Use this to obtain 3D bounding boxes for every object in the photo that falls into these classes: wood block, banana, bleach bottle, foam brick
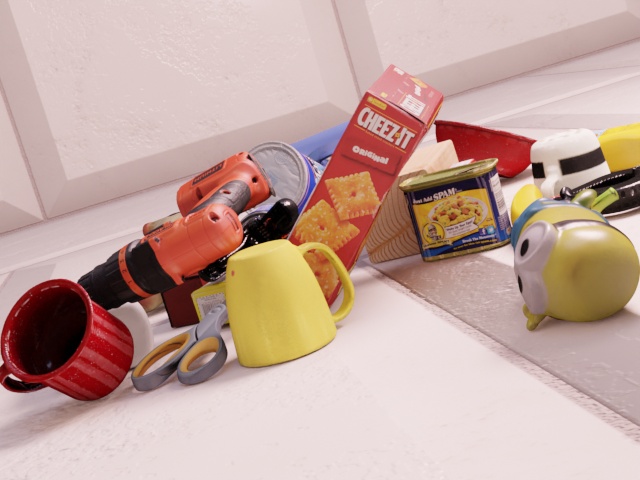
[{"bbox_3d":[0.109,-0.049,1.247,0.091,0.090,0.206,-14,10,17],"label":"wood block"},{"bbox_3d":[0.220,-0.023,1.029,0.069,0.037,0.198,-36,12,-7],"label":"banana"},{"bbox_3d":[-0.232,0.088,1.127,0.102,0.068,0.251,-17,7,-9],"label":"bleach bottle"},{"bbox_3d":[-0.134,0.056,1.168,0.053,0.051,0.078,-14,9,19],"label":"foam brick"}]

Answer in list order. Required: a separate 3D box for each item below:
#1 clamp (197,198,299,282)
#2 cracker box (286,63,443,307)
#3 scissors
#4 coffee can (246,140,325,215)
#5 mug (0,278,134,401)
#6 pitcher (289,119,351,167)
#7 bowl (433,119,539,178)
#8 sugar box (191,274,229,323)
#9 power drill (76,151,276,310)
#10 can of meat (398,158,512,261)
[{"bbox_3d":[-0.054,-0.012,1.111,0.120,0.039,0.171,-32,3,20],"label":"clamp"},{"bbox_3d":[0.037,-0.053,1.040,0.214,0.072,0.164,-61,-1,21],"label":"cracker box"},{"bbox_3d":[-0.085,0.075,0.969,0.096,0.016,0.201,5,35,47],"label":"scissors"},{"bbox_3d":[-0.039,-0.066,1.416,0.103,0.103,0.140,-13,-14,20],"label":"coffee can"},{"bbox_3d":[-0.226,0.098,0.931,0.117,0.093,0.081,-35,-34,5],"label":"mug"},{"bbox_3d":[0.030,-0.123,1.688,0.243,0.149,0.145,-19,33,8],"label":"pitcher"},{"bbox_3d":[0.224,-0.121,1.460,0.162,0.055,0.162,13,2,-1],"label":"bowl"},{"bbox_3d":[-0.055,0.042,1.140,0.093,0.048,0.176,-13,7,25],"label":"sugar box"},{"bbox_3d":[-0.131,-0.007,1.012,0.185,0.057,0.187,-24,17,25],"label":"power drill"},{"bbox_3d":[0.141,-0.031,1.098,0.102,0.084,0.057,-13,10,23],"label":"can of meat"}]
